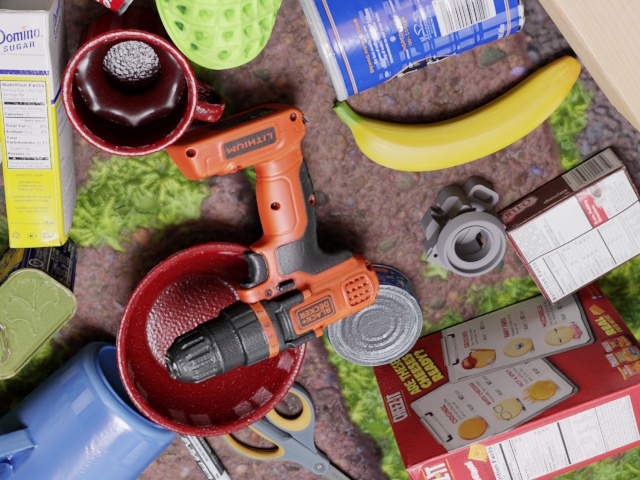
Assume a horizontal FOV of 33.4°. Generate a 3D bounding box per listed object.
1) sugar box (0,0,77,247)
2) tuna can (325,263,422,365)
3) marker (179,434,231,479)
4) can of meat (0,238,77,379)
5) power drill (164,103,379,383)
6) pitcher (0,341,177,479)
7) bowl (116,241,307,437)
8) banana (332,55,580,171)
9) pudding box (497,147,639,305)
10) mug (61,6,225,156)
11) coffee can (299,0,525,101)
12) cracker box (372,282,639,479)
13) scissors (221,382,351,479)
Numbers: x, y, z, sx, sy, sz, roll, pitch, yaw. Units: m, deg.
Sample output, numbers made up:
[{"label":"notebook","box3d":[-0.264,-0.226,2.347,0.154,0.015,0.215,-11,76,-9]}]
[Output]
[{"label":"sugar box","box3d":[-0.204,-0.092,0.765,0.048,0.093,0.176,-2,118,-5]},{"label":"tuna can","box3d":[0.045,0.066,0.923,0.086,0.034,0.086,-4,119,-7]},{"label":"marker","box3d":[-0.115,0.181,0.970,0.020,0.020,0.121,-24,119,5]},{"label":"can of meat","box3d":[-0.237,0.045,0.840,0.057,0.084,0.102,39,107,-25]},{"label":"power drill","box3d":[-0.055,0.001,0.819,0.184,0.057,0.187,-24,111,-22]},{"label":"pitcher","box3d":[-0.242,0.198,0.894,0.243,0.149,0.145,-43,104,11]},{"label":"bowl","box3d":[-0.094,0.076,0.878,0.161,0.055,0.162,-4,101,-23]},{"label":"banana","box3d":[0.112,-0.094,0.845,0.197,0.037,0.069,-12,121,-2]},{"label":"pudding box","box3d":[0.220,-0.010,0.907,0.113,0.039,0.090,-30,119,10]},{"label":"mug","box3d":[-0.125,-0.116,0.771,0.117,0.081,0.093,14,115,-16]},{"label":"coffee can","box3d":[0.060,-0.172,0.757,0.140,0.103,0.103,-21,119,3]},{"label":"cracker box","box3d":[0.164,0.130,0.902,0.214,0.164,0.072,-21,117,3]},{"label":"scissors","box3d":[0.002,0.192,0.996,0.201,0.016,0.096,26,112,-21]}]
